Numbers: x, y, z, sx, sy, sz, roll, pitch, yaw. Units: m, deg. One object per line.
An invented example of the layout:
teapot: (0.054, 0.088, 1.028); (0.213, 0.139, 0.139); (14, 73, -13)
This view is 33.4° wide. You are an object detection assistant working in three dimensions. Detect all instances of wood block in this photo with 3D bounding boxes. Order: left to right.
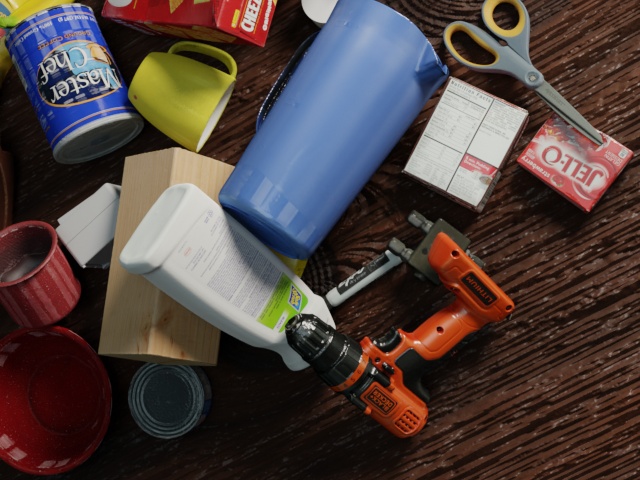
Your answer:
wood block: (-0.152, 0.019, 1.088); (0.091, 0.090, 0.206); (-5, 75, 44)

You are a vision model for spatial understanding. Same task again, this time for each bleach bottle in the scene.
bleach bottle: (-0.071, 0.057, 1.041); (0.250, 0.068, 0.102); (43, 67, -28)

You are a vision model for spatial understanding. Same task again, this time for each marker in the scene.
marker: (0.036, 0.045, 1.111); (0.121, 0.020, 0.020); (-35, 81, 9)

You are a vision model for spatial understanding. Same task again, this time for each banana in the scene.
banana: (-0.277, -0.287, 1.171); (0.037, 0.070, 0.197); (41, 74, -9)

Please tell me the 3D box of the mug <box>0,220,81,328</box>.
mug: (-0.315, 0.035, 1.141); (0.117, 0.081, 0.093); (27, 61, 38)

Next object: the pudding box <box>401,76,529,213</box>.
pudding box: (0.147, -0.097, 1.083); (0.090, 0.039, 0.113); (28, 92, 13)

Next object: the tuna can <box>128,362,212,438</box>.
tuna can: (-0.160, 0.167, 1.145); (0.086, 0.033, 0.086); (-1, 88, 13)

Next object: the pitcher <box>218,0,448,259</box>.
pitcher: (0.002, -0.109, 1.046); (0.145, 0.149, 0.242); (35, 80, -1)

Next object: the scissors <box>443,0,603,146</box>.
scissors: (0.216, -0.179, 1.064); (0.202, 0.016, 0.096); (32, 89, 23)

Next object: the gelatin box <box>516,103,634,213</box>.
gelatin box: (0.253, -0.081, 1.061); (0.089, 0.030, 0.073); (38, 96, 12)

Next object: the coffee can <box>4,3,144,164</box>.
coffee can: (-0.264, -0.167, 1.148); (0.103, 0.102, 0.140); (-27, 82, 11)

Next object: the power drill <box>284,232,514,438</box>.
power drill: (0.081, 0.084, 1.046); (0.188, 0.057, 0.184); (-45, 116, 7)

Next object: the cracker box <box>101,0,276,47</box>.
cracker box: (-0.124, -0.290, 1.087); (0.214, 0.072, 0.164); (17, 91, 45)

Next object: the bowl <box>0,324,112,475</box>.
bowl: (-0.292, 0.171, 1.164); (0.162, 0.055, 0.162); (-1, 88, 13)
